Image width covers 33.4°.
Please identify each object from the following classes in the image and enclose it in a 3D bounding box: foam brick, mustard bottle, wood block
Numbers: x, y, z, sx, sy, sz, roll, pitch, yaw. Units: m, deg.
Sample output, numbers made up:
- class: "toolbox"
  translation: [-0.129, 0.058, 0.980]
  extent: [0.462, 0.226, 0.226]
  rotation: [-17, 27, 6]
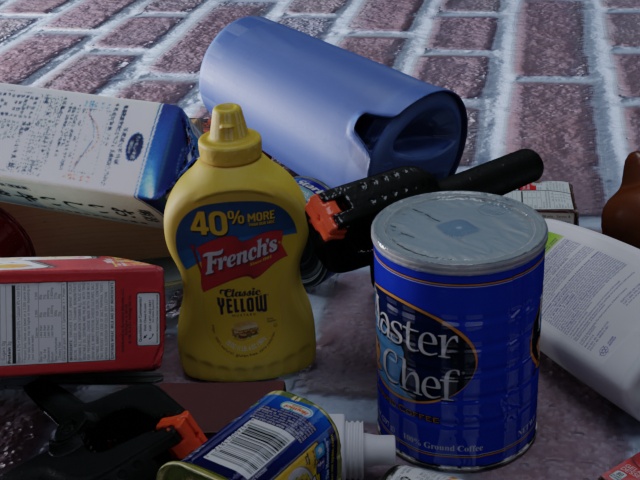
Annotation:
- class: "foam brick"
  translation: [-0.059, 0.119, 0.635]
  extent: [0.078, 0.051, 0.053]
  rotation: [-1, 27, 4]
- class: "mustard bottle"
  translation: [-0.055, 0.001, 0.715]
  extent: [0.096, 0.192, 0.058]
  rotation: [-3, 26, -1]
- class: "wood block"
  translation: [-0.198, -0.035, 0.889]
  extent: [0.206, 0.091, 0.090]
  rotation: [-7, 23, 11]

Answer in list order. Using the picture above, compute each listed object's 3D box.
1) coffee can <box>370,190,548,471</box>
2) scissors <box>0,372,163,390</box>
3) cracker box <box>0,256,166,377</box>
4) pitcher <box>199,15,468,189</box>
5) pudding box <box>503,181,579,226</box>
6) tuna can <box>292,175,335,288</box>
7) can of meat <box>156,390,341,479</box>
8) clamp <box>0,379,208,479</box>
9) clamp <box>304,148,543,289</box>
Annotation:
- class: "coffee can"
  translation: [0.084, 0.053, 0.651]
  extent: [0.103, 0.140, 0.103]
  rotation: [-2, 26, 1]
- class: "scissors"
  translation: [-0.217, 0.102, 0.727]
  extent: [0.202, 0.016, 0.096]
  rotation: [7, 29, 20]
- class: "cracker box"
  translation: [-0.219, 0.048, 0.684]
  extent: [0.213, 0.072, 0.164]
  rotation: [-1, 2, -20]
- class: "pitcher"
  translation: [0.009, -0.113, 0.980]
  extent: [0.144, 0.149, 0.243]
  rotation: [-32, 49, -33]
- class: "pudding box"
  translation: [0.160, -0.022, 0.907]
  extent: [0.113, 0.039, 0.090]
  rotation: [0, 19, 10]
- class: "tuna can"
  translation: [-0.015, -0.006, 0.848]
  extent: [0.086, 0.086, 0.033]
  rotation: [18, 34, 36]
- class: "can of meat"
  translation: [-0.032, 0.137, 0.538]
  extent: [0.058, 0.102, 0.083]
  rotation: [15, 29, 31]
- class: "clamp"
  translation: [-0.139, 0.123, 0.588]
  extent: [0.172, 0.039, 0.120]
  rotation: [-9, 41, 40]
- class: "clamp"
  translation: [0.050, -0.006, 0.737]
  extent: [0.209, 0.165, 0.036]
  rotation: [-6, 57, -52]
